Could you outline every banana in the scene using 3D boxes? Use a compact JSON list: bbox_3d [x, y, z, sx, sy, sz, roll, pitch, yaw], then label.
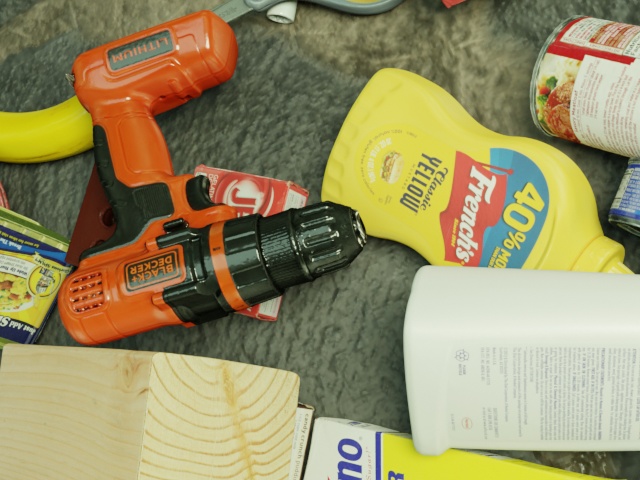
[{"bbox_3d":[-0.207,-0.089,0.780,0.198,0.037,0.069,-11,70,25],"label":"banana"}]

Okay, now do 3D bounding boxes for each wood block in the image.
[{"bbox_3d":[-0.110,0.110,0.613,0.207,0.090,0.091,-6,75,53],"label":"wood block"}]

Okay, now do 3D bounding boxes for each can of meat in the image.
[{"bbox_3d":[-0.224,0.022,0.729,0.058,0.102,0.084,29,91,47],"label":"can of meat"}]

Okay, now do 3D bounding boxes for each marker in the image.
[{"bbox_3d":[-0.015,-0.206,0.714,0.020,0.020,0.121,9,84,28],"label":"marker"}]

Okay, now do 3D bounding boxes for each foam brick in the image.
[{"bbox_3d":[-0.127,-0.011,0.714,0.053,0.051,0.078,14,87,29],"label":"foam brick"}]

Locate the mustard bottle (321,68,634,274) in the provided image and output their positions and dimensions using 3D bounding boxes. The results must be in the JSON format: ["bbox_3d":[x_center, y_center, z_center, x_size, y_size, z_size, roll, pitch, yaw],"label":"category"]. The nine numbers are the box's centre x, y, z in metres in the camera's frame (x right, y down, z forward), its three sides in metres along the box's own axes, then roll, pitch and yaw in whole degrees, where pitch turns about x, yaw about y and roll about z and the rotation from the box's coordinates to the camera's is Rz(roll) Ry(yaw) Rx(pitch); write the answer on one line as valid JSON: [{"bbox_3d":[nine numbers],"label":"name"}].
[{"bbox_3d":[0.094,-0.016,0.597,0.192,0.058,0.096,33,108,27],"label":"mustard bottle"}]

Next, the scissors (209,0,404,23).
[{"bbox_3d":[-0.022,-0.149,0.686,0.202,0.016,0.096,-41,73,2],"label":"scissors"}]

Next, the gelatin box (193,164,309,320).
[{"bbox_3d":[-0.054,0.001,0.686,0.073,0.030,0.089,12,86,28],"label":"gelatin box"}]

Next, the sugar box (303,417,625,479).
[{"bbox_3d":[0.072,0.158,0.581,0.176,0.048,0.093,7,83,27],"label":"sugar box"}]

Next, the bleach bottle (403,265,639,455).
[{"bbox_3d":[0.171,0.065,0.525,0.251,0.102,0.068,2,38,15],"label":"bleach bottle"}]

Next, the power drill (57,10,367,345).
[{"bbox_3d":[-0.074,-0.042,0.635,0.184,0.057,0.187,-16,63,10],"label":"power drill"}]
